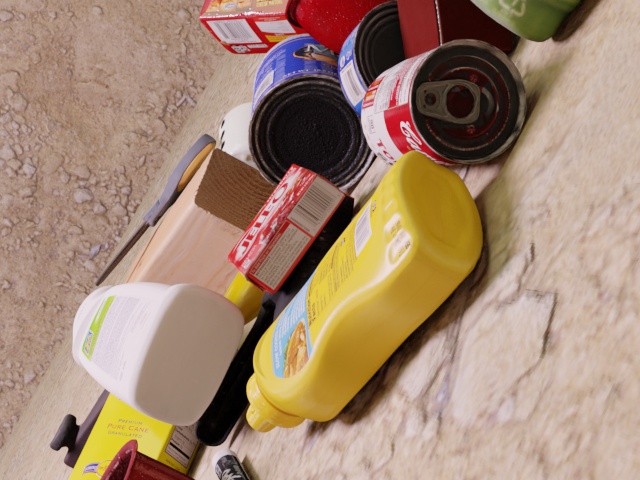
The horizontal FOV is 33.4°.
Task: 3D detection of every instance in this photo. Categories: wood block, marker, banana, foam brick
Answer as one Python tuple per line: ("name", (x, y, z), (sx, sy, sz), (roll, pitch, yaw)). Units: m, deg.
("wood block", (-0.128, 0.013, 1.117), (0.206, 0.090, 0.090), (-48, 19, 42))
("marker", (-0.053, 0.158, 0.684), (0.020, 0.020, 0.121), (-61, 13, -3))
("banana", (-0.043, 0.003, 0.903), (0.070, 0.037, 0.197), (-4, 46, 39))
("foam brick", (0.085, -0.150, 0.688), (0.051, 0.052, 0.078), (152, 113, -66))

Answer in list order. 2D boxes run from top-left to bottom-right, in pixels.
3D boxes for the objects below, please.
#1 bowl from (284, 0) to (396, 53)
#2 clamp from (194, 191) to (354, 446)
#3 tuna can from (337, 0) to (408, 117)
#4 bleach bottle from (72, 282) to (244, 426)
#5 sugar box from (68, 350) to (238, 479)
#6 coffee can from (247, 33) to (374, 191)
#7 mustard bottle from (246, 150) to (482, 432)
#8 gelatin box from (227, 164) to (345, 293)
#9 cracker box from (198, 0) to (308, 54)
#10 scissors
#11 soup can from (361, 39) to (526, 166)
("bowl", (0.056, -0.189, 0.839), (0.162, 0.055, 0.162), (-24, -8, -4))
("clamp", (-0.019, 0.045, 0.760), (0.210, 0.036, 0.165), (-65, 14, -22))
("tuna can", (0.056, -0.115, 0.719), (0.086, 0.086, 0.034), (-66, 13, -23))
("bleach bottle", (-0.148, 0.072, 0.858), (0.251, 0.068, 0.102), (11, 76, 63))
("sugar box", (-0.143, 0.156, 0.889), (0.094, 0.048, 0.176), (-3, 55, 37))
("coffee can", (-0.008, -0.108, 0.897), (0.103, 0.102, 0.140), (-56, 14, 19))
("mustard bottle", (0.012, 0.045, 0.598), (0.192, 0.058, 0.096), (-52, 20, 31))
("gelatin box", (-0.027, -0.009, 0.766), (0.089, 0.030, 0.073), (-54, 17, -1))
("cracker box", (-0.004, -0.281, 1.013), (0.164, 0.072, 0.213), (3, 65, 32))
("scissors", (-0.171, -0.034, 1.168), (0.202, 0.016, 0.096), (-53, -9, 14))
("soup can", (0.068, -0.076, 0.627), (0.068, 0.068, 0.102), (-62, 13, -6))
